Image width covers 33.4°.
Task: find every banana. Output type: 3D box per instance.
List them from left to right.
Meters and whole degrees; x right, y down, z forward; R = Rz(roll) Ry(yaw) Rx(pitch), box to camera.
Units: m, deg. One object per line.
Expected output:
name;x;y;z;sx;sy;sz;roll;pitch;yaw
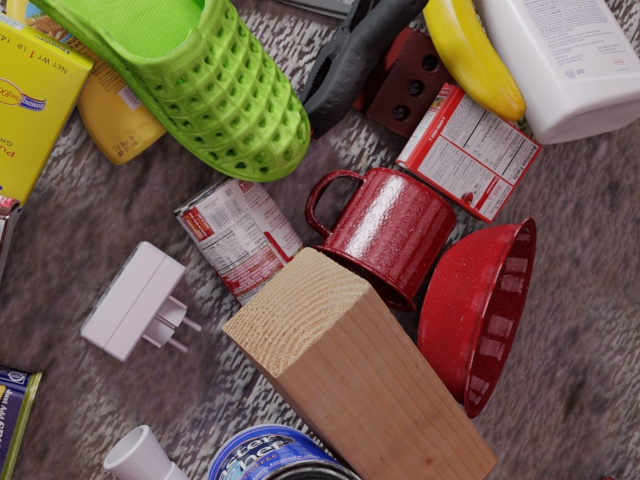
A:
banana;0.108;-0.179;0.788;0.070;0.037;0.198;-9;78;23

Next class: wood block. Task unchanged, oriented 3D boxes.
wood block;0.033;0.115;0.782;0.090;0.091;0.206;-44;123;-10

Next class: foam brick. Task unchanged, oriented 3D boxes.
foam brick;0.068;-0.123;0.835;0.053;0.051;0.078;26;100;-18

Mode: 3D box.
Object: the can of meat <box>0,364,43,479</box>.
can of meat;-0.255;0.134;0.766;0.084;0.057;0.102;16;86;-11

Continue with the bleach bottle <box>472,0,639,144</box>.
bleach bottle;0.166;-0.201;0.838;0.102;0.068;0.251;-14;72;-23

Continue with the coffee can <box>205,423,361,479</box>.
coffee can;-0.025;0.197;0.780;0.102;0.140;0.103;0;90;-14

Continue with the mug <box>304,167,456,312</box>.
mug;0.042;-0.009;0.823;0.117;0.093;0.081;34;78;-10

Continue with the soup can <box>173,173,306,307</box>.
soup can;-0.055;0.001;0.809;0.068;0.069;0.102;-37;98;-11

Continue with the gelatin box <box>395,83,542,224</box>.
gelatin box;0.113;-0.065;0.816;0.089;0.030;0.073;32;91;-21

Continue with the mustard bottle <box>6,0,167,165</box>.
mustard bottle;-0.172;-0.156;0.783;0.096;0.058;0.191;-40;99;-12

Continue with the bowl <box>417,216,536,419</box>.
bowl;0.117;0.053;0.828;0.055;0.162;0.162;16;86;20

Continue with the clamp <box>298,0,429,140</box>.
clamp;0.029;-0.144;0.798;0.039;0.120;0.172;23;110;-13

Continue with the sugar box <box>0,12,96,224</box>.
sugar box;-0.237;-0.067;0.746;0.093;0.048;0.176;26;103;-13
